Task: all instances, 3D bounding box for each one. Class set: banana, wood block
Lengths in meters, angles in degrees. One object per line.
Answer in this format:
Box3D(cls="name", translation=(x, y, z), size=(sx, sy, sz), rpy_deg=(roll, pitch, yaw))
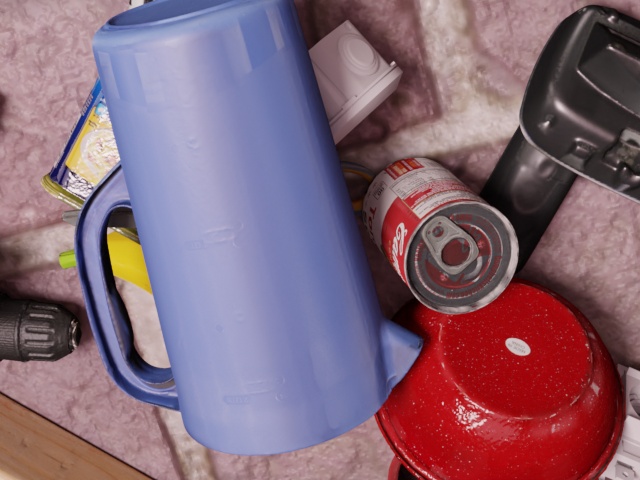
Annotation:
Box3D(cls="banana", translation=(-0.084, 0.055, 0.727), size=(0.198, 0.037, 0.070), rpy_deg=(44, 125, -6))
Box3D(cls="wood block", translation=(-0.233, 0.173, 0.749), size=(0.206, 0.090, 0.091), rpy_deg=(31, 106, -3))

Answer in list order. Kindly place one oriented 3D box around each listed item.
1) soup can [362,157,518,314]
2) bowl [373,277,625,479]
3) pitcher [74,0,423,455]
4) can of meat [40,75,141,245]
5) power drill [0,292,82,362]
Box3D(cls="soup can", translation=(0.069, -0.006, 0.647), size=(0.068, 0.102, 0.068), rpy_deg=(-4, 110, -12))
Box3D(cls="bowl", translation=(0.112, 0.078, 0.646), size=(0.162, 0.162, 0.055), rpy_deg=(11, 146, 3))
Box3D(cls="pitcher", translation=(-0.053, -0.012, 0.596), size=(0.149, 0.145, 0.243), rpy_deg=(-26, 114, -30))
Box3D(cls="can of meat", translation=(-0.114, -0.051, 0.685), size=(0.102, 0.057, 0.084), rpy_deg=(29, 105, -4))
Box3D(cls="power drill", translation=(-0.253, -0.006, 0.713), size=(0.184, 0.057, 0.188), rpy_deg=(3, 107, 5))
